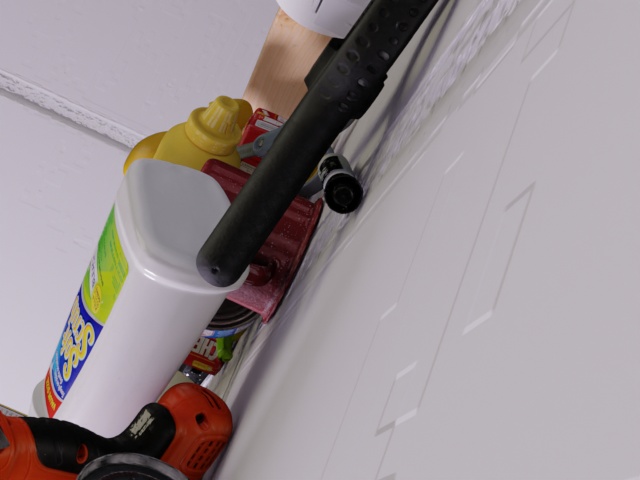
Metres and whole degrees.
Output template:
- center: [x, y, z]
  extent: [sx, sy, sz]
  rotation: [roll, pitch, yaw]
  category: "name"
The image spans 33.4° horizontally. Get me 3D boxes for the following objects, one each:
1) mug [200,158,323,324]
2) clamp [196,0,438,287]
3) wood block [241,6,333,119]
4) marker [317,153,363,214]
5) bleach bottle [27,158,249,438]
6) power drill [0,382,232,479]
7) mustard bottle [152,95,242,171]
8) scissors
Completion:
- center: [-0.055, 0.001, 0.697]
  extent: [0.117, 0.081, 0.093]
  rotation: [-82, 18, -72]
  category: "mug"
- center: [0.012, -0.084, 0.564]
  extent: [0.210, 0.036, 0.164]
  rotation: [-53, 7, 24]
  category: "clamp"
- center: [-0.009, -0.200, 1.094]
  extent: [0.206, 0.091, 0.090]
  rotation: [124, 169, -61]
  category: "wood block"
- center: [0.009, -0.031, 0.559]
  extent: [0.121, 0.020, 0.020]
  rotation: [-98, 33, -80]
  category: "marker"
- center: [-0.129, 0.076, 0.649]
  extent: [0.251, 0.068, 0.102]
  rotation: [-59, 32, 29]
  category: "bleach bottle"
- center: [-0.152, 0.148, 0.570]
  extent: [0.184, 0.057, 0.187]
  rotation: [-56, -33, 10]
  category: "power drill"
- center: [-0.109, -0.031, 0.808]
  extent: [0.192, 0.058, 0.096]
  rotation: [-56, -10, 34]
  category: "mustard bottle"
- center: [-0.039, -0.057, 0.799]
  extent: [0.202, 0.016, 0.096]
  rotation: [-26, 46, 46]
  category: "scissors"
